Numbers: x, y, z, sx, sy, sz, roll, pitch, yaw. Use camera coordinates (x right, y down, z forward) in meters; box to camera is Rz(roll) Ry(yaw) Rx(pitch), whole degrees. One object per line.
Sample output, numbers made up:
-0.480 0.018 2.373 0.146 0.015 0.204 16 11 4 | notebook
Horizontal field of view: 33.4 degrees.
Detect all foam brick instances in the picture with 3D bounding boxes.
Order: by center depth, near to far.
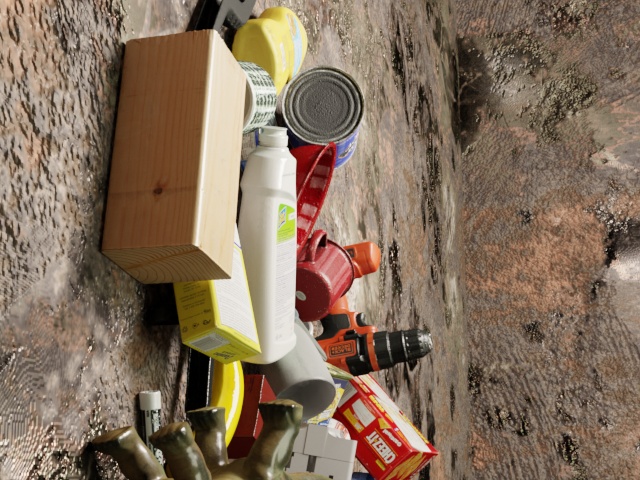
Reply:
-0.082 0.189 1.141 0.051 0.053 0.078 69 23 -48 | foam brick

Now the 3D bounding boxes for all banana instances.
-0.111 0.173 1.077 0.069 0.037 0.197 41 35 -25 | banana

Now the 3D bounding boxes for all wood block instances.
-0.128 -0.074 0.959 0.090 0.091 0.206 52 38 -63 | wood block

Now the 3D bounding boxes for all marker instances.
-0.150 0.196 0.955 0.020 0.020 0.121 1 86 -75 | marker

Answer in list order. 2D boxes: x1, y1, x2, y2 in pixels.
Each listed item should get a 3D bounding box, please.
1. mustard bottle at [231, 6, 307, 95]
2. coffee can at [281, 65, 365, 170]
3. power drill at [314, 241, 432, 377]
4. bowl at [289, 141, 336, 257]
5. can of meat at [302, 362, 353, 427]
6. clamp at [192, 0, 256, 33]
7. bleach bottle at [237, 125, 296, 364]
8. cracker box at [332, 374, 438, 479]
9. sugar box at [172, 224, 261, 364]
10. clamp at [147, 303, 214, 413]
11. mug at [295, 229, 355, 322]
-0.056 -0.239 1.325 0.191 0.058 0.096 -58 144 -64 | mustard bottle
0.001 -0.152 1.361 0.140 0.103 0.103 101 -12 -79 | coffee can
0.053 0.094 1.455 0.057 0.184 0.187 66 16 -53 | power drill
-0.036 -0.051 1.271 0.162 0.055 0.162 23 89 -81 | bowl
-0.011 0.195 1.345 0.084 0.057 0.102 -66 158 -2 | can of meat
-0.111 -0.273 1.172 0.209 0.036 0.164 -1 87 -75 | clamp
-0.058 0.001 1.163 0.102 0.068 0.251 -29 126 -72 | bleach bottle
0.076 0.265 1.533 0.164 0.072 0.213 48 3 19 | cracker box
-0.108 0.022 1.019 0.093 0.048 0.176 43 29 -60 | sugar box
-0.117 0.093 1.060 0.171 0.039 0.120 -52 135 -64 | clamp
-0.009 0.042 1.367 0.081 0.093 0.117 -52 155 -61 | mug
